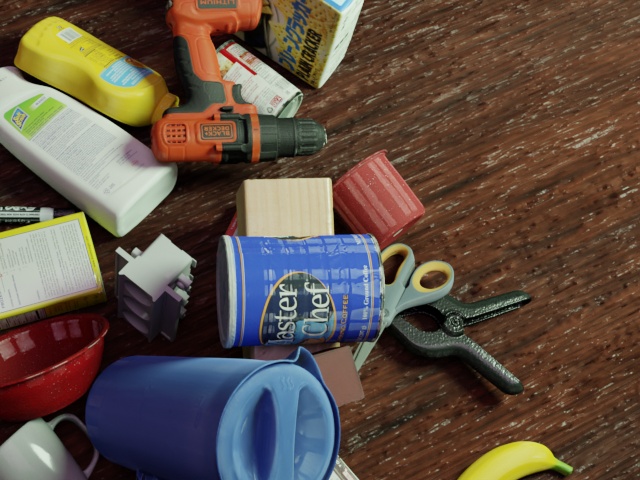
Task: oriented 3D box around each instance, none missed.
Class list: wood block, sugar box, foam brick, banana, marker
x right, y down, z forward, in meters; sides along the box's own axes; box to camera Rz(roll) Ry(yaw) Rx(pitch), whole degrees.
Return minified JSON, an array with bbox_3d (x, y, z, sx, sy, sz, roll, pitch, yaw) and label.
[{"bbox_3d":[-0.034,0.045,1.080,0.090,0.091,0.206,-2,84,-10],"label":"wood block"},{"bbox_3d":[-0.316,0.039,1.090,0.176,0.048,0.093,-15,71,-11],"label":"sugar box"},{"bbox_3d":[0.002,0.130,0.990,0.053,0.078,0.051,-15,86,-13],"label":"foam brick"},{"bbox_3d":[0.169,0.260,1.083,0.197,0.037,0.070,-32,75,-19],"label":"banana"},{"bbox_3d":[-0.315,-0.027,1.130,0.121,0.020,0.020,1,68,-9],"label":"marker"}]

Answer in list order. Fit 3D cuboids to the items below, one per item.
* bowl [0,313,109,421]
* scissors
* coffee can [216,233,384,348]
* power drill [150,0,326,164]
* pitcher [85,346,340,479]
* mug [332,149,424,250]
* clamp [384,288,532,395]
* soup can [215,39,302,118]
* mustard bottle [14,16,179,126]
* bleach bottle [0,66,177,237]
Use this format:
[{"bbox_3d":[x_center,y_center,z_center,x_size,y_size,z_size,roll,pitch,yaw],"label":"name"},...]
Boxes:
[{"bbox_3d":[-0.273,0.128,1.024,0.162,0.162,0.055,-20,107,-16],"label":"bowl"},{"bbox_3d":[0.086,0.077,1.110,0.096,0.016,0.201,5,44,9],"label":"scissors"},{"bbox_3d":[-0.021,0.046,0.982,0.140,0.103,0.103,-1,69,-11],"label":"coffee can"},{"bbox_3d":[-0.091,-0.171,1.132,0.184,0.057,0.187,-2,74,-12],"label":"power drill"},{"bbox_3d":[-0.112,0.174,0.958,0.148,0.243,0.145,-19,102,-40],"label":"pitcher"},{"bbox_3d":[0.050,-0.032,1.154,0.117,0.093,0.081,-35,82,-17],"label":"mug"},{"bbox_3d":[0.149,0.087,1.149,0.171,0.039,0.120,21,55,2],"label":"clamp"},{"bbox_3d":[-0.079,-0.168,1.198,0.102,0.068,0.068,37,67,6],"label":"soup can"},{"bbox_3d":[-0.230,-0.175,1.172,0.191,0.058,0.096,28,28,2],"label":"mustard bottle"},{"bbox_3d":[-0.280,-0.116,1.150,0.251,0.068,0.102,38,63,10],"label":"bleach bottle"}]
